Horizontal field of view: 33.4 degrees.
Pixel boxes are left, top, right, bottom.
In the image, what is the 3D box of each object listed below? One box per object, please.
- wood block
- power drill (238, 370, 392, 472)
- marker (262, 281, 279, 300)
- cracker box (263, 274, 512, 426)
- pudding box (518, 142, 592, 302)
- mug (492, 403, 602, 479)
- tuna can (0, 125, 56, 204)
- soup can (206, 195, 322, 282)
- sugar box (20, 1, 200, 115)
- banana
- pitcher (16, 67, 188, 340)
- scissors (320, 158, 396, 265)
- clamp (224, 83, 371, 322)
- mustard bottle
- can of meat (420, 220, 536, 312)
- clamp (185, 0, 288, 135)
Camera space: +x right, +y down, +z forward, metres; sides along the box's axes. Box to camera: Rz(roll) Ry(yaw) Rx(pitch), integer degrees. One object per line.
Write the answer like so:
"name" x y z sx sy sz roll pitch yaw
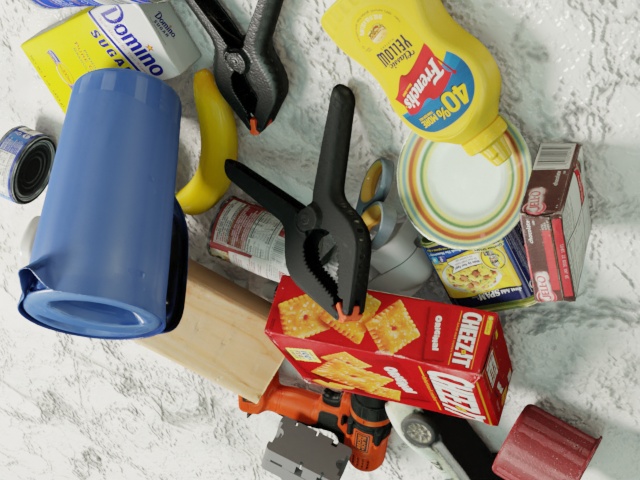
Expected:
"wood block" -0.138 0.077 1.130 0.206 0.091 0.090 29 96 -13
"power drill" -0.003 0.174 1.221 0.188 0.057 0.184 21 134 18
"marker" -0.007 0.067 1.162 0.121 0.020 0.020 13 132 24
"cracker box" 0.071 0.110 1.047 0.214 0.072 0.164 10 158 20
"pudding box" 0.197 -0.017 0.886 0.039 0.113 0.090 0 125 25
"mug" 0.230 0.222 1.096 0.081 0.093 0.117 29 173 17
"tuna can" -0.336 -0.084 1.205 0.034 0.086 0.086 22 135 14
"soup can" -0.057 0.001 1.104 0.102 0.068 0.068 20 134 18
"sugar box" -0.211 -0.188 1.063 0.177 0.048 0.093 -12 118 41
"banana" -0.118 -0.086 1.087 0.069 0.037 0.198 21 134 -5
"pitcher" -0.191 -0.031 1.011 0.145 0.243 0.149 7 158 -5
"scissors" 0.033 -0.023 1.049 0.016 0.096 0.202 12 171 -17
"clamp" -0.012 -0.021 0.998 0.165 0.036 0.210 -22 77 38
"mustard bottle" 0.092 -0.139 0.884 0.191 0.058 0.096 49 131 -6
"can of meat" 0.153 0.017 0.986 0.102 0.057 0.084 -14 115 40
"clamp" -0.063 -0.176 0.978 0.120 0.039 0.171 11 134 42
